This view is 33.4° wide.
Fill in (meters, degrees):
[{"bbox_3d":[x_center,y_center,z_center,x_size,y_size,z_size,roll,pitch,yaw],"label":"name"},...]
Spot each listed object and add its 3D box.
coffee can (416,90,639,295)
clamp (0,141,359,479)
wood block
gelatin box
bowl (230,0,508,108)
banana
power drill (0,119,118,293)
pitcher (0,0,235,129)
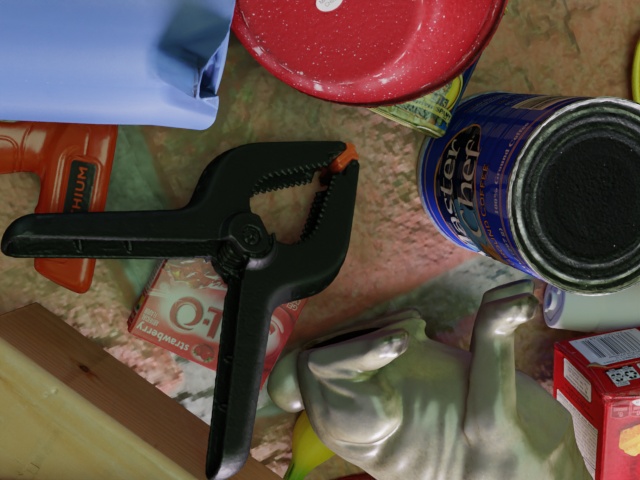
[{"bbox_3d":[0.125,-0.032,0.605,0.102,0.140,0.103,-2,99,-13],"label":"coffee can"},{"bbox_3d":[-0.054,0.001,0.574,0.164,0.036,0.209,43,53,-5],"label":"clamp"},{"bbox_3d":[-0.106,0.132,0.569,0.206,0.091,0.090,36,96,2],"label":"wood block"},{"bbox_3d":[-0.058,0.038,0.630,0.089,0.030,0.073,27,92,-16],"label":"gelatin box"},{"bbox_3d":[0.011,-0.129,0.523,0.162,0.055,0.162,9,123,13],"label":"bowl"},{"bbox_3d":[0.065,0.108,0.670,0.197,0.037,0.069,-9,116,-11],"label":"banana"},{"bbox_3d":[-0.210,-0.024,0.570,0.187,0.057,0.184,11,96,-15],"label":"power drill"},{"bbox_3d":[-0.169,-0.122,0.495,0.242,0.149,0.145,-2,87,-21],"label":"pitcher"}]
